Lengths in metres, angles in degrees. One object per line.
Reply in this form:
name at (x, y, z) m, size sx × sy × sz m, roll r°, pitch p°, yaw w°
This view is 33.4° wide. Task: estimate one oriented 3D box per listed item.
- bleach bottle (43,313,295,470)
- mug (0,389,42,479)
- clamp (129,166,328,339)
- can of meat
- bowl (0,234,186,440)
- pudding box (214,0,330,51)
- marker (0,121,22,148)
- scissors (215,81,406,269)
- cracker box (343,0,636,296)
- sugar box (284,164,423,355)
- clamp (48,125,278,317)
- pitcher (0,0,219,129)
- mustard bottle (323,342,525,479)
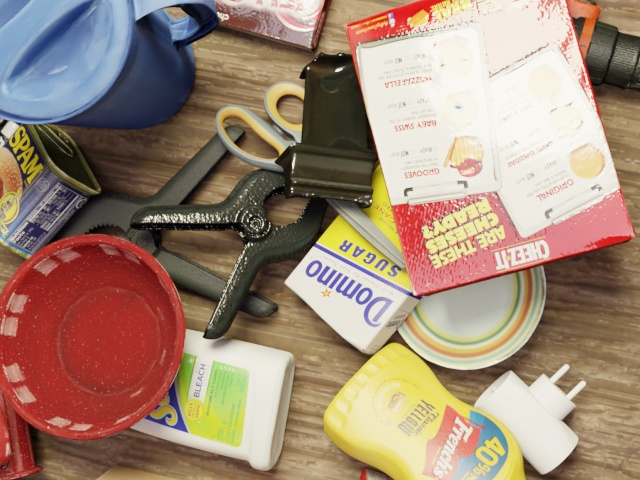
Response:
bleach bottle at (-0.153, 0.120, 0.908) m, size 0.251 × 0.068 × 0.102 m, roll 9°, pitch 91°, yaw 9°
mug at (-0.285, 0.164, 0.904) m, size 0.093 × 0.117 × 0.081 m, roll -8°, pitch 85°, yaw -28°
clamp at (-0.056, 0.001, 0.872) m, size 0.171 × 0.039 × 0.120 m, roll -24°, pitch 90°, yaw -14°
can of meat at (-0.242, -0.046, 0.899) m, size 0.084 × 0.057 × 0.102 m, roll -46°, pitch 47°, yaw 10°
bowl at (-0.179, 0.079, 0.856) m, size 0.162 × 0.055 × 0.162 m, roll -2°, pitch 79°, yaw 9°
pudding box at (-0.046, -0.216, 0.892) m, size 0.113 × 0.039 × 0.090 m, roll 16°, pitch 95°, yaw 7°
marker at (-0.283, -0.076, 0.938) m, size 0.020 × 0.020 × 0.121 m, roll 36°, pitch 96°, yaw 5°
scissors at (0.007, -0.063, 0.873) m, size 0.202 × 0.016 × 0.096 m, roll 32°, pitch 64°, yaw 11°
cracker box at (0.125, -0.081, 0.800) m, size 0.164 × 0.072 × 0.214 m, roll -16°, pitch 83°, yaw 14°
sugar box at (0.061, -0.002, 0.874) m, size 0.093 × 0.048 × 0.176 m, roll 40°, pitch 94°, yaw 21°
clamp at (-0.145, -0.010, 0.914) m, size 0.210 × 0.036 × 0.164 m, roll -4°, pitch 90°, yaw 4°
pitcher at (-0.163, -0.148, 0.807) m, size 0.149 × 0.242 × 0.145 m, roll 29°, pitch 95°, yaw 5°
mustard bottle at (0.101, 0.171, 0.845) m, size 0.192 × 0.058 × 0.096 m, roll 37°, pitch 64°, yaw 22°
